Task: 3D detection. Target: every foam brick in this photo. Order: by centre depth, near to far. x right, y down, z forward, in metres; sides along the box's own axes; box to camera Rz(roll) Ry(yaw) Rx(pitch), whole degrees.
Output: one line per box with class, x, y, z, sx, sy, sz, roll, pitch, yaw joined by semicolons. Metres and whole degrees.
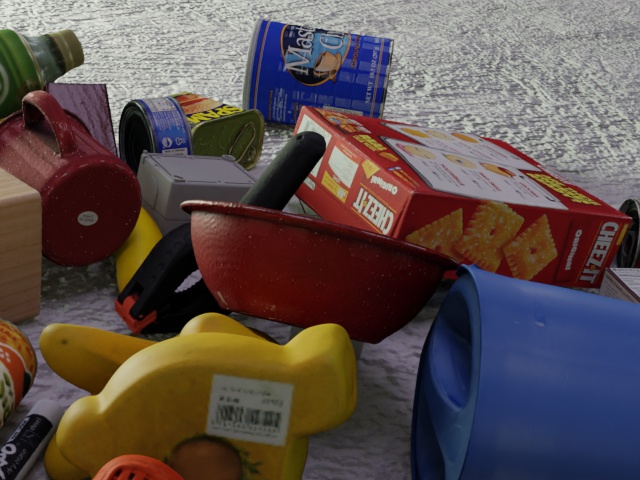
foam brick;-0.198;-0.083;0.867;0.051;0.053;0.078;-2;64;-26

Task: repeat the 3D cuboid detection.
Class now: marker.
marker;-0.158;0.118;0.530;0.020;0.020;0.121;11;25;6

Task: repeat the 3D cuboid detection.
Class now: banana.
banana;-0.154;-0.003;0.777;0.069;0.037;0.198;-38;41;-20

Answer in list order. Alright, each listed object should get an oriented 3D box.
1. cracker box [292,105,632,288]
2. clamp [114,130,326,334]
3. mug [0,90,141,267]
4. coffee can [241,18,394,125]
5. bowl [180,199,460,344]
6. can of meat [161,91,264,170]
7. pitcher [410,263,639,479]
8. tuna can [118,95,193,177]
cracker box;0.100;-0.030;0.816;0.213;0.072;0.164;6;23;-34
clamp;-0.055;0.001;0.694;0.171;0.120;0.039;-25;36;-28
mug;-0.174;-0.044;0.715;0.093;0.117;0.082;-23;40;-32
coffee can;-0.002;-0.163;1.081;0.140;0.103;0.102;9;25;1
bowl;-0.006;0.022;0.603;0.162;0.055;0.162;13;-5;1
can of meat;-0.114;-0.094;0.955;0.084;0.057;0.101;21;27;31
pitcher;0.174;0.104;0.554;0.242;0.149;0.145;9;3;-5
tuna can;-0.135;-0.074;0.869;0.033;0.086;0.086;-9;30;-29
